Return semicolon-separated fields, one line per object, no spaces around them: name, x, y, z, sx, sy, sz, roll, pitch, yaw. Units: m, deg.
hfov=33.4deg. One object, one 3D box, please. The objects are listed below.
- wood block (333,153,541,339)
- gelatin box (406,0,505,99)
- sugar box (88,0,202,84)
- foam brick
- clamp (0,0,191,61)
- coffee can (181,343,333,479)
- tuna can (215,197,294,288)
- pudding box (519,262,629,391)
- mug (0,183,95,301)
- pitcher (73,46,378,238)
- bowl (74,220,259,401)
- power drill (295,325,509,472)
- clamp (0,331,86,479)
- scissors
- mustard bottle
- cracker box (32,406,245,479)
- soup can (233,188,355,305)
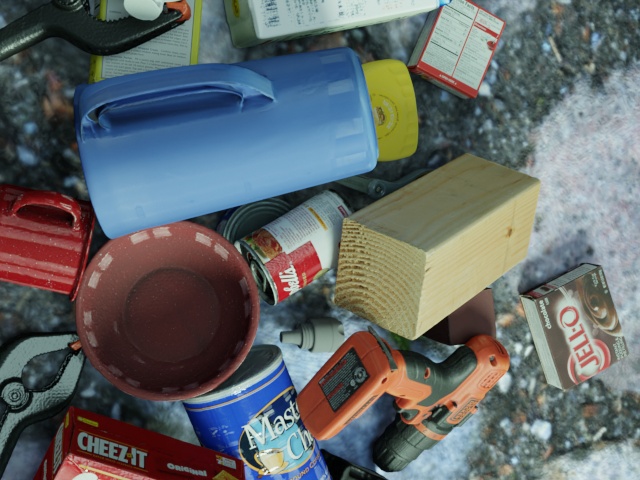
wood block;0.112;0.000;0.988;0.205;0.090;0.091;-28;132;-46
gelatin box;0.137;-0.198;1.077;0.073;0.030;0.089;24;85;-20
sugar box;-0.153;-0.219;0.953;0.093;0.048;0.176;5;89;-21
foam brick;0.133;0.071;1.069;0.052;0.078;0.051;-7;98;-21
clamp;-0.217;-0.198;0.902;0.210;0.036;0.164;15;91;2
coffee can;-0.060;0.181;0.987;0.102;0.103;0.140;-25;103;-18
tuna can;-0.057;0.001;1.012;0.086;0.034;0.086;-2;94;-21
pudding box;0.273;0.092;1.146;0.090;0.039;0.113;-25;102;-18
mug;-0.238;-0.007;0.901;0.081;0.117;0.093;13;59;-17
pitcher;-0.079;-0.092;0.893;0.243;0.149;0.145;-12;110;0
bowl;-0.136;0.063;0.959;0.162;0.055;0.162;1;82;-4
power drill;0.068;0.152;0.999;0.187;0.057;0.185;13;124;-46
clamp;-0.280;0.130;0.932;0.171;0.039;0.120;-49;113;-18
scissors;0.056;-0.031;1.035;0.201;0.016;0.096;-4;105;-39
mustard bottle;-0.004;-0.110;1.012;0.191;0.058;0.096;-14;107;-20
cracker box;-0.182;0.264;0.918;0.164;0.072;0.214;22;113;-21
soup can;-0.018;0.005;0.971;0.102;0.069;0.068;-31;104;-18
